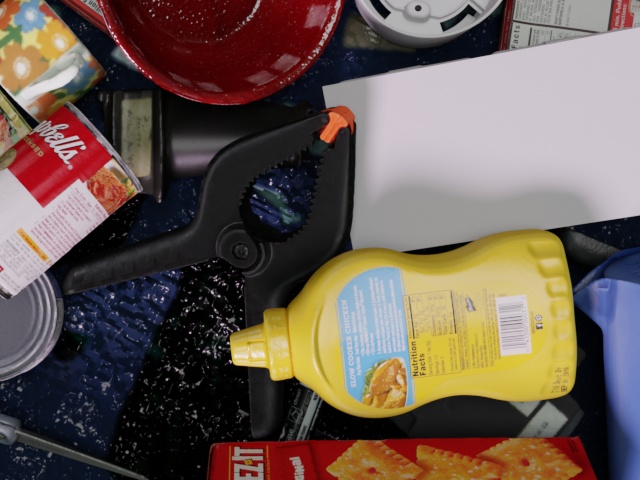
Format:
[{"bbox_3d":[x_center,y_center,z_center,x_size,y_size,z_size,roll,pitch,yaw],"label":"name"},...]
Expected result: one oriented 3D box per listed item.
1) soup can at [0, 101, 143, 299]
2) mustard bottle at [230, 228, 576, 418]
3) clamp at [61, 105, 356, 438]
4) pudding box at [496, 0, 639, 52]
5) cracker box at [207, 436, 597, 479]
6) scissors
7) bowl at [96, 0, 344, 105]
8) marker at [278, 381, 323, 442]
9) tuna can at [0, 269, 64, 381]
[{"bbox_3d":[-0.164,-0.023,0.622,0.102,0.068,0.068,-41,90,-10],"label":"soup can"},{"bbox_3d":[0.045,0.051,0.608,0.191,0.058,0.096,-7,98,-3],"label":"mustard bottle"},{"bbox_3d":[-0.054,0.001,0.645,0.164,0.036,0.210,30,109,1],"label":"clamp"},{"bbox_3d":[0.171,-0.124,0.692,0.113,0.039,0.090,9,89,0],"label":"pudding box"},{"bbox_3d":[0.043,0.195,0.618,0.213,0.072,0.164,0,120,-3],"label":"cracker box"},{"bbox_3d":[-0.200,0.103,0.641,0.201,0.096,0.016,13,53,0],"label":"scissors"},{"bbox_3d":[-0.066,-0.166,0.657,0.161,0.055,0.162,-5,103,-24],"label":"bowl"},{"bbox_3d":[-0.021,0.136,0.676,0.020,0.020,0.121,20,86,-2],"label":"marker"},{"bbox_3d":[-0.204,0.045,0.665,0.086,0.034,0.086,0,87,-3],"label":"tuna can"}]
